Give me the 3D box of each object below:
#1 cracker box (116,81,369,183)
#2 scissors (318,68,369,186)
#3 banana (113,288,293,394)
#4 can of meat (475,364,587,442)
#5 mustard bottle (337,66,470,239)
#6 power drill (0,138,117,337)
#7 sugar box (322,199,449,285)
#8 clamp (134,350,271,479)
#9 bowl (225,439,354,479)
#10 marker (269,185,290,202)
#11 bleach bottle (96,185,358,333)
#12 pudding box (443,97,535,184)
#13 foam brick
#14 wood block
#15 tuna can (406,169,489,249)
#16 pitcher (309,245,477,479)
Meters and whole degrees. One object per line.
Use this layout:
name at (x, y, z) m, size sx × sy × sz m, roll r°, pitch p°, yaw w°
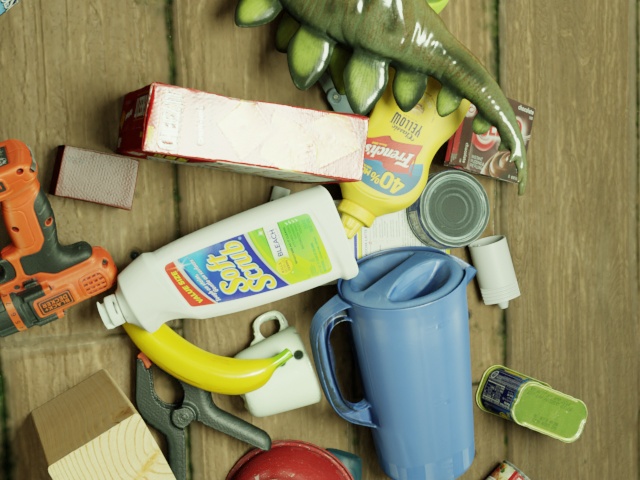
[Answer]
cracker box at (-0.081, -0.104, 1.054) m, size 0.213 × 0.164 × 0.072 m, roll 8°, pitch 90°, yaw -19°
scissors at (0.009, -0.136, 1.158) m, size 0.201 × 0.016 × 0.096 m, roll 43°, pitch 97°, yaw -4°
banana at (-0.131, 0.111, 1.085) m, size 0.198 × 0.037 × 0.069 m, roll 21°, pitch 59°, yaw 5°
can of meat at (0.244, 0.189, 1.230) m, size 0.102 × 0.084 × 0.057 m, roll 23°, pitch 87°, yaw -19°
mustard bottle at (0.071, -0.087, 1.118) m, size 0.096 × 0.058 × 0.191 m, roll 30°, pitch 85°, yaw 2°
power drill at (-0.305, 0.009, 1.012) m, size 0.184 × 0.057 × 0.187 m, roll -25°, pitch 131°, yaw -9°
sugar box at (0.054, -0.001, 1.171) m, size 0.176 × 0.048 × 0.093 m, roll -1°, pitch 93°, yaw -16°
clamp at (-0.147, 0.192, 1.120) m, size 0.120 × 0.039 × 0.171 m, roll -42°, pitch 95°, yaw -7°
bowl at (-0.038, 0.293, 1.120) m, size 0.162 × 0.055 × 0.162 m, roll -1°, pitch 85°, yaw 12°
marker at (-0.058, 0.001, 1.147) m, size 0.020 × 0.020 × 0.121 m, roll 16°, pitch 90°, yaw -19°
bleach bottle at (-0.096, 0.034, 1.061) m, size 0.250 × 0.068 × 0.102 m, roll -22°, pitch 102°, yaw -6°
pudding box at (0.189, -0.116, 1.187) m, size 0.113 × 0.039 × 0.090 m, roll 9°, pitch 93°, yaw -49°
foam brick at (-0.226, -0.063, 1.068) m, size 0.078 × 0.051 × 0.053 m, roll 12°, pitch 90°, yaw -19°
wood block at (-0.208, 0.200, 1.014) m, size 0.090 × 0.206 × 0.090 m, roll -30°, pitch 103°, yaw -15°
tuna can at (0.139, -0.033, 1.155) m, size 0.086 × 0.034 × 0.086 m, roll 1°, pitch 87°, yaw -18°
pitcher at (0.090, 0.140, 1.130) m, size 0.149 × 0.144 × 0.243 m, roll 2°, pitch 118°, yaw 23°
